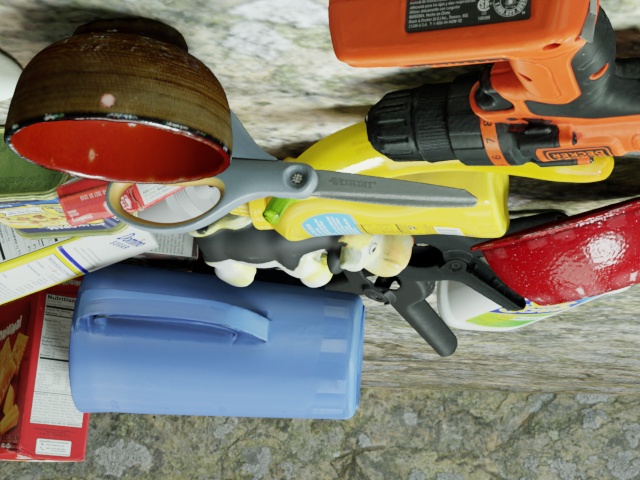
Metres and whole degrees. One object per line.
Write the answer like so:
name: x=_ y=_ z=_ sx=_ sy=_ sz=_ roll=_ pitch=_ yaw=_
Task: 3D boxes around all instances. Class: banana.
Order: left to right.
banana: x=0.064 y=-0.047 z=0.619 sx=0.198 sy=0.069 sz=0.037 roll=-9 pitch=147 yaw=8

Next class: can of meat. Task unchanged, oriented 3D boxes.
can of meat: x=-0.187 y=-0.040 z=0.721 sx=0.102 sy=0.057 sz=0.083 roll=-3 pitch=165 yaw=19

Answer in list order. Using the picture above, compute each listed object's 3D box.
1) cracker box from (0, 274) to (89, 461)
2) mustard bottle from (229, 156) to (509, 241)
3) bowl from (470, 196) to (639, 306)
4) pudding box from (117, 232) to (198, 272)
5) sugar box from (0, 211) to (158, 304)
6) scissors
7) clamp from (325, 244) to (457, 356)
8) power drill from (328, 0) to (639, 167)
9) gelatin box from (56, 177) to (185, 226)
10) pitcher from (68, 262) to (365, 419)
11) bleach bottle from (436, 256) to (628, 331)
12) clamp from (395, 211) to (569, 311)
cracker box: x=-0.278 y=0.106 z=1.042 sx=0.072 sy=0.213 sz=0.164 roll=12 pitch=165 yaw=-31
mustard bottle: x=0.028 y=-0.029 z=0.722 sx=0.192 sy=0.058 sz=0.096 roll=-2 pitch=173 yaw=16
bowl: x=0.190 y=0.007 z=0.748 sx=0.162 sy=0.055 sz=0.162 roll=-16 pitch=178 yaw=-1
pudding box: x=-0.157 y=0.004 z=0.957 sx=0.090 sy=0.039 sz=0.114 roll=5 pitch=167 yaw=-10
sugar box: x=-0.221 y=0.007 z=0.831 sx=0.176 sy=0.048 sz=0.093 roll=-22 pitch=167 yaw=-5
scissors: x=-0.021 y=-0.050 z=0.586 sx=0.202 sy=0.096 sz=0.016 roll=-8 pitch=166 yaw=7
clamp: x=0.051 y=0.037 z=1.007 sx=0.165 sy=0.036 sz=0.210 roll=19 pitch=156 yaw=17
power drill: x=0.077 y=-0.079 z=0.494 sx=0.185 sy=0.057 sz=0.187 roll=-4 pitch=168 yaw=27
gelatin box: x=-0.108 y=-0.041 z=0.663 sx=0.073 sy=0.030 sz=0.089 roll=-10 pitch=-163 yaw=43
pitcher: x=-0.086 y=0.087 z=0.907 sx=0.243 sy=0.145 sz=0.149 roll=4 pitch=-158 yaw=4
bleach bottle: x=0.204 y=0.032 z=0.972 sx=0.102 sy=0.068 sz=0.251 roll=6 pitch=165 yaw=-19
clamp: x=0.119 y=0.003 z=0.876 sx=0.171 sy=0.039 sz=0.120 roll=13 pitch=133 yaw=-17
